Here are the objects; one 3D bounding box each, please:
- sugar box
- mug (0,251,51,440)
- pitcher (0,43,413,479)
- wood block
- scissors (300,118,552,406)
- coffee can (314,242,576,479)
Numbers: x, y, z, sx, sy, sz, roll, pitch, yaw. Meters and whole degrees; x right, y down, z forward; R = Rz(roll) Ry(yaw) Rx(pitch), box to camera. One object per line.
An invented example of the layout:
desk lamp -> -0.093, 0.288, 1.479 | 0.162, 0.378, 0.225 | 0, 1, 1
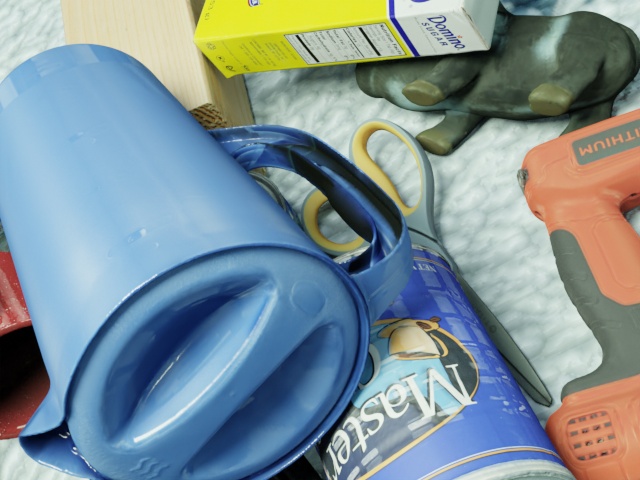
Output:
sugar box -> 0.017, -0.150, 0.618 | 0.177, 0.048, 0.093 | -3, 63, 33
mug -> -0.197, 0.053, 0.645 | 0.093, 0.117, 0.082 | -35, 49, -10
pitcher -> -0.078, -0.006, 0.516 | 0.145, 0.149, 0.243 | -62, 39, 19
wood block -> -0.111, -0.127, 0.718 | 0.091, 0.090, 0.206 | -23, 56, 11
scissors -> 0.050, 0.021, 0.609 | 0.096, 0.016, 0.202 | -31, 63, 21
coffee can -> 0.046, 0.085, 0.512 | 0.103, 0.102, 0.140 | -31, 49, 6
